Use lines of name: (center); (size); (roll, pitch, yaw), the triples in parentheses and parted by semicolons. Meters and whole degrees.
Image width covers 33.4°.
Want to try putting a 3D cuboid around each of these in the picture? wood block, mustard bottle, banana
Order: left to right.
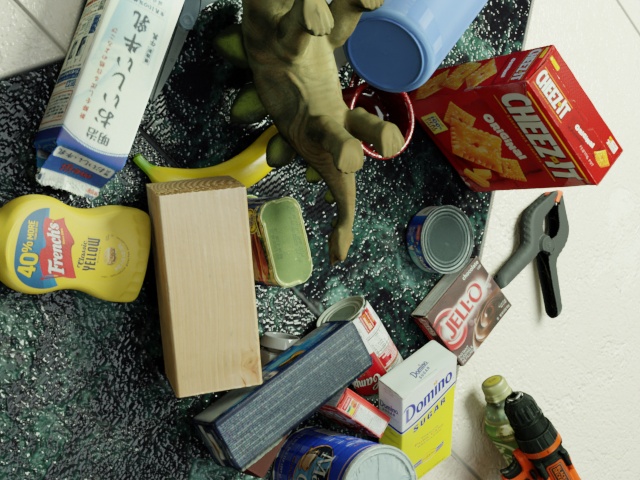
mustard bottle: (-0.265, 0.005, 1.044); (0.191, 0.058, 0.096); (8, 97, -33)
wood block: (-0.120, 0.044, 1.097); (0.090, 0.090, 0.206); (-8, 103, -15)
banana: (-0.104, -0.082, 1.164); (0.197, 0.037, 0.069); (-17, 100, -32)

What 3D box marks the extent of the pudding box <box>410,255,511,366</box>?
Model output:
pudding box: (0.179, 0.089, 1.353); (0.113, 0.039, 0.090); (-49, 115, -23)

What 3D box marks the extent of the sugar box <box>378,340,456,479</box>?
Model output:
sugar box: (0.114, 0.210, 1.260); (0.093, 0.048, 0.176); (-32, 140, -29)

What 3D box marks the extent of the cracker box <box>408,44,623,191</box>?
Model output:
cracker box: (0.226, -0.137, 1.277); (0.164, 0.214, 0.072); (49, 66, -24)

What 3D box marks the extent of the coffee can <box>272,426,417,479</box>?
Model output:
coffee can: (0.025, 0.269, 1.192); (0.102, 0.141, 0.103); (0, 91, -34)

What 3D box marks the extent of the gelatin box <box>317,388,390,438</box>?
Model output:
gelatin box: (0.025, 0.192, 1.222); (0.073, 0.089, 0.030); (38, 72, -28)

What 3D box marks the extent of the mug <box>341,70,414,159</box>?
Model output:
mug: (0.049, -0.151, 1.238); (0.093, 0.082, 0.117); (4, 88, -34)

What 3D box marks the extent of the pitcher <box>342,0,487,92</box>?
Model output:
pitcher: (0.109, -0.281, 1.217); (0.145, 0.149, 0.242); (59, 44, -28)

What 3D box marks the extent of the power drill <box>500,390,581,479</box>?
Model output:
power drill: (0.222, 0.297, 1.327); (0.187, 0.057, 0.184); (-31, 108, 1)

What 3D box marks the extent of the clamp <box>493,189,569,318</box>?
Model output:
clamp: (0.285, 0.010, 1.425); (0.120, 0.039, 0.171); (18, 75, -37)

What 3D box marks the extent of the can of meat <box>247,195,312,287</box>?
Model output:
can of meat: (-0.058, 0.002, 1.168); (0.057, 0.084, 0.102); (-19, 101, -32)

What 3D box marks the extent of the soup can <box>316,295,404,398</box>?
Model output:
soup can: (0.048, 0.124, 1.249); (0.068, 0.069, 0.102); (-42, 112, -26)

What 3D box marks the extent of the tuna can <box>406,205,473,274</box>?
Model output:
tuna can: (0.149, -0.001, 1.336); (0.085, 0.034, 0.086); (0, 91, -34)

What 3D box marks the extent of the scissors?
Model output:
scissors: (-0.154, -0.253, 1.142); (0.096, 0.016, 0.201); (44, 68, -24)
